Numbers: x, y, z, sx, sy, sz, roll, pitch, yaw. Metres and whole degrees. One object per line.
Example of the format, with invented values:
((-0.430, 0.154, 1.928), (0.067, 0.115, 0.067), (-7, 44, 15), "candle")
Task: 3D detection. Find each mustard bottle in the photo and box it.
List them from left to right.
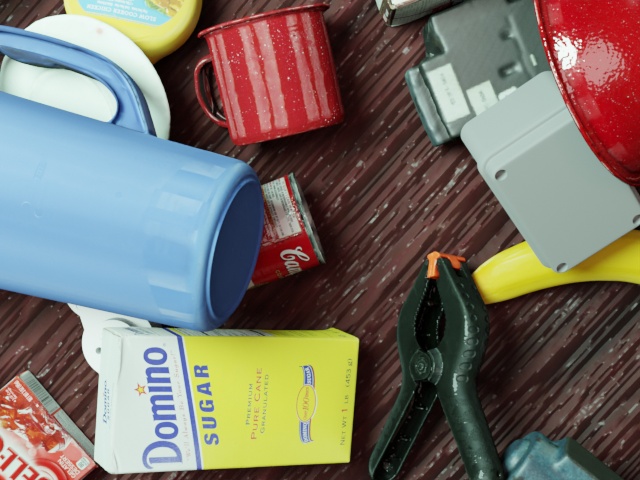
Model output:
((-0.128, -0.186, 0.750), (0.096, 0.058, 0.191), (12, 92, 2), "mustard bottle")

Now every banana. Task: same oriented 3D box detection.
((0.201, 0.024, 0.761), (0.198, 0.037, 0.069), (8, 92, 1), "banana")

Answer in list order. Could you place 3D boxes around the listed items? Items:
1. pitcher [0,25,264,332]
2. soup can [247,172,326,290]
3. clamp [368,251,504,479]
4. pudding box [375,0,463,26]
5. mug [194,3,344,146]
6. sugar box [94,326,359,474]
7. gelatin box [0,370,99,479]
((-0.161, -0.032, 0.680), (0.243, 0.144, 0.149), (13, 128, 14), "pitcher")
((-0.055, 0.001, 0.751), (0.102, 0.068, 0.068), (-20, 92, 3), "soup can")
((0.077, 0.097, 0.751), (0.120, 0.039, 0.171), (-17, 64, 43), "clamp")
((0.093, -0.186, 0.728), (0.113, 0.090, 0.039), (-20, 93, 3), "pudding box")
((-0.040, -0.111, 0.743), (0.117, 0.093, 0.081), (-8, 98, 33), "mug")
((-0.062, 0.108, 0.732), (0.175, 0.048, 0.093), (2, 93, -28), "sugar box")
((-0.216, 0.153, 0.781), (0.073, 0.030, 0.089), (-41, 91, 3), "gelatin box")
